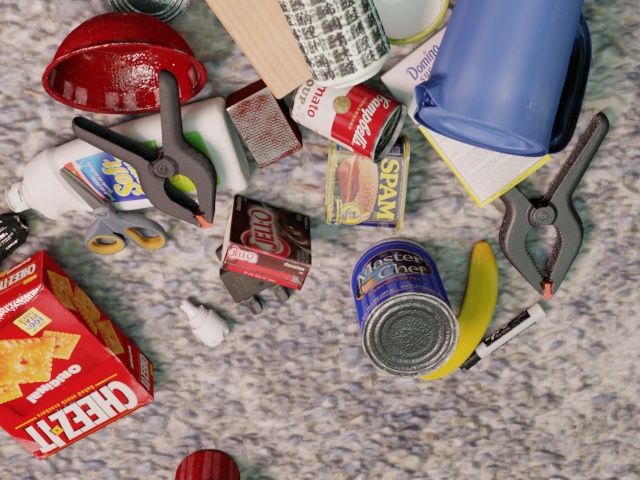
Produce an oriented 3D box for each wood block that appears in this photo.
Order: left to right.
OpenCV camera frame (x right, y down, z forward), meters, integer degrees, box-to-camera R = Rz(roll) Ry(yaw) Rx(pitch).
[{"bbox_3d":[-0.066,-0.254,1.041,0.090,0.091,0.206,-33,112,11],"label":"wood block"}]

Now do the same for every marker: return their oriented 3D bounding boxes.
[{"bbox_3d":[0.212,0.115,1.260,0.121,0.020,0.020,-37,111,12],"label":"marker"}]

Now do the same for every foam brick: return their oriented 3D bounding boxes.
[{"bbox_3d":[-0.059,-0.125,1.120,0.053,0.051,0.078,-25,113,8],"label":"foam brick"}]

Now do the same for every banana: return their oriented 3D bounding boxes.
[{"bbox_3d":[0.161,0.094,1.238,0.069,0.037,0.198,27,110,-15],"label":"banana"}]

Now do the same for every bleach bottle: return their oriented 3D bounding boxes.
[{"bbox_3d":[-0.208,-0.071,1.131,0.251,0.068,0.102,-16,116,6],"label":"bleach bottle"}]

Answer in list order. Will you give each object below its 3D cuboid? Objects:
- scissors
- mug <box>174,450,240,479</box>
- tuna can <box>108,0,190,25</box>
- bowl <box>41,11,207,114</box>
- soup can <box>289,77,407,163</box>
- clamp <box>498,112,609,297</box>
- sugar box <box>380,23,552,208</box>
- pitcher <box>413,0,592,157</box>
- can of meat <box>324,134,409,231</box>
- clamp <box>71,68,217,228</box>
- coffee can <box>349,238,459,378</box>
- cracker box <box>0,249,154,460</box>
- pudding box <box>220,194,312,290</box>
[{"bbox_3d":[-0.239,-0.024,1.114,0.096,0.016,0.201,-18,153,23],"label":"scissors"},{"bbox_3d":[-0.128,0.314,1.293,0.117,0.081,0.093,29,109,-15],"label":"mug"},{"bbox_3d":[-0.170,-0.257,1.064,0.086,0.034,0.086,-1,114,-3],"label":"tuna can"},{"bbox_3d":[-0.194,-0.181,1.057,0.162,0.162,0.055,-6,75,-1],"label":"bowl"},{"bbox_3d":[0.028,-0.131,1.093,0.102,0.068,0.068,29,112,15],"label":"soup can"},{"bbox_3d":[0.232,-0.036,1.184,0.164,0.036,0.210,-2,110,-1],"label":"clamp"},{"bbox_3d":[0.151,-0.130,1.115,0.093,0.048,0.176,-36,95,10],"label":"sugar box"},{"bbox_3d":[0.194,-0.205,1.028,0.145,0.149,0.243,17,87,16],"label":"pitcher"},{"bbox_3d":[0.049,-0.064,1.151,0.084,0.057,0.102,3,113,-2],"label":"can of meat"},{"bbox_3d":[-0.167,-0.080,1.069,0.120,0.039,0.171,-14,118,20],"label":"clamp"},{"bbox_3d":[0.089,0.071,1.167,0.102,0.140,0.103,-1,114,-3],"label":"coffee can"},{"bbox_3d":[-0.310,0.133,1.184,0.164,0.072,0.213,-28,126,9],"label":"cracker box"},{"bbox_3d":[-0.057,0.001,1.142,0.090,0.113,0.039,17,115,-11],"label":"pudding box"}]
